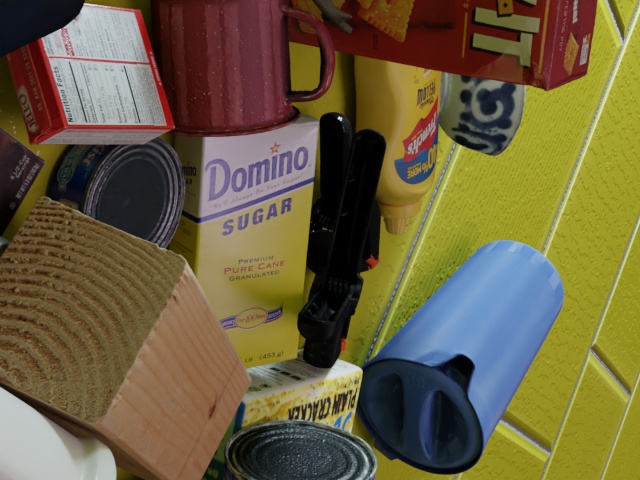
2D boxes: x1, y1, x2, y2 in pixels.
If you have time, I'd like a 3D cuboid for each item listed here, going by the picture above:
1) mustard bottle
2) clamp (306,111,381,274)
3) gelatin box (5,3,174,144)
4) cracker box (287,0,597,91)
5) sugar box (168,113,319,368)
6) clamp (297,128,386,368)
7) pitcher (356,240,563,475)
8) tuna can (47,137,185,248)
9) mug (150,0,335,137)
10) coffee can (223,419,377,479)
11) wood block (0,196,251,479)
[{"bbox_3d":[0.064,-0.093,0.878,0.096,0.058,0.192,-38,135,-50],"label":"mustard bottle"},{"bbox_3d":[0.000,-0.010,0.839,0.120,0.039,0.171,-45,144,-11],"label":"clamp"},{"bbox_3d":[-0.126,-0.089,0.577,0.089,0.030,0.073,-10,80,-56],"label":"gelatin box"},{"bbox_3d":[0.069,-0.197,0.684,0.071,0.214,0.164,-28,128,-49],"label":"cracker box"},{"bbox_3d":[-0.055,0.001,0.727,0.093,0.048,0.176,-9,115,-35],"label":"sugar box"},{"bbox_3d":[0.014,0.026,0.790,0.210,0.036,0.164,92,14,-67],"label":"clamp"},{"bbox_3d":[0.141,0.109,1.049,0.242,0.149,0.145,-44,123,-44],"label":"pitcher"},{"bbox_3d":[-0.122,-0.025,0.641,0.086,0.034,0.086,-32,130,-47],"label":"tuna can"},{"bbox_3d":[-0.048,-0.112,0.641,0.093,0.117,0.081,-47,138,-63],"label":"mug"},{"bbox_3d":[-0.019,0.208,0.725,0.102,0.103,0.140,-19,119,-53],"label":"coffee can"},{"bbox_3d":[-0.110,0.070,0.596,0.090,0.090,0.206,-63,165,-19],"label":"wood block"}]
